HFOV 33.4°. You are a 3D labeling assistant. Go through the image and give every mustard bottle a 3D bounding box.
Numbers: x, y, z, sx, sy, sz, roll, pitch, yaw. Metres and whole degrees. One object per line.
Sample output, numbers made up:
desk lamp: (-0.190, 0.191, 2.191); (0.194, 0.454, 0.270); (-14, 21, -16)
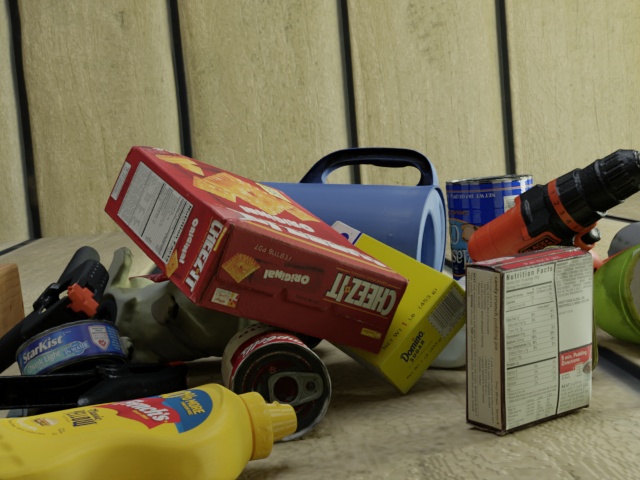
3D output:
mustard bottle: (-0.104, 0.121, 0.622); (0.191, 0.058, 0.096); (-6, 7, -24)

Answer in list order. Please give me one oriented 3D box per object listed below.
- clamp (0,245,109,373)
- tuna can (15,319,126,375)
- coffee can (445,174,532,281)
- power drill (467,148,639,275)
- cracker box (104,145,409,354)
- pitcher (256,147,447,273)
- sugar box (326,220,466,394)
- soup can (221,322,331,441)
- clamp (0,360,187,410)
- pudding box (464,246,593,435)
clamp: (-0.241, 0.067, 0.944); (0.164, 0.036, 0.210); (-50, 15, -15)
tuna can: (-0.203, 0.099, 0.874); (0.086, 0.034, 0.086); (-19, -22, -8)
coffee can: (0.203, -0.004, 1.260); (0.103, 0.140, 0.103); (-5, 5, 0)
power drill: (0.258, -0.002, 0.988); (0.187, 0.057, 0.185); (29, -46, -36)
cracker box: (-0.056, 0.001, 0.840); (0.164, 0.072, 0.214); (18, 9, -33)
pitcher: (0.014, -0.014, 1.177); (0.243, 0.145, 0.149); (6, 36, 19)
sugar box: (0.039, 0.049, 0.886); (0.093, 0.048, 0.176); (-48, 36, -10)
soup can: (-0.034, 0.098, 0.762); (0.068, 0.068, 0.102); (-5, 5, -9)
clamp: (-0.156, 0.115, 0.804); (0.120, 0.039, 0.171); (13, 11, 43)
pudding box: (0.140, 0.065, 0.716); (0.089, 0.113, 0.039); (-8, 10, -34)
